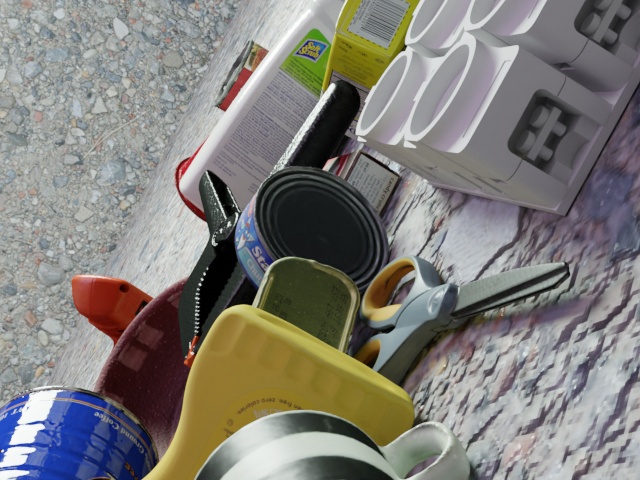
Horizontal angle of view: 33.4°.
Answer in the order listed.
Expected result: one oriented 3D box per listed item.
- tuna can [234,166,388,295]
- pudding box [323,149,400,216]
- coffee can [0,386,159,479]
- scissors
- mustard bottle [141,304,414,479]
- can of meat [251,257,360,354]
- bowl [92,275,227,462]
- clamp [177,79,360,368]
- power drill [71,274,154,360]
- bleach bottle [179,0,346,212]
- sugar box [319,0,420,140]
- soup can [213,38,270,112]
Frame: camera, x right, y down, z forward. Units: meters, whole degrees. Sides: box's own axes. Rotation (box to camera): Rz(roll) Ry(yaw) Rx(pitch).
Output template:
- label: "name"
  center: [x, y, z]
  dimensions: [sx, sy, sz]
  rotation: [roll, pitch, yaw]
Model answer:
- label: "tuna can"
  center: [-0.006, 0.001, 0.617]
  dimensions: [0.034, 0.086, 0.086]
  rotation: [-50, 17, 46]
- label: "pudding box"
  center: [-0.001, -0.001, 0.704]
  dimensions: [0.113, 0.039, 0.090]
  rotation: [-64, 15, -10]
- label: "coffee can"
  center: [-0.147, 0.158, 0.551]
  dimensions: [0.103, 0.102, 0.140]
  rotation: [-55, 13, 26]
- label: "scissors"
  center: [0.047, 0.046, 0.478]
  dimensions: [0.096, 0.016, 0.202]
  rotation: [-64, 12, -3]
- label: "mustard bottle"
  center: [-0.043, 0.131, 0.464]
  dimensions: [0.191, 0.096, 0.058]
  rotation: [-61, -2, 2]
- label: "can of meat"
  center: [-0.022, 0.070, 0.556]
  dimensions: [0.084, 0.057, 0.102]
  rotation: [115, 174, -47]
- label: "bowl"
  center: [-0.093, 0.104, 0.744]
  dimensions: [0.162, 0.055, 0.162]
  rotation: [-33, 38, 29]
- label: "clamp"
  center: [-0.055, 0.001, 0.709]
  dimensions: [0.165, 0.036, 0.210]
  rotation: [-24, 39, 48]
- label: "power drill"
  center: [-0.180, 0.125, 0.827]
  dimensions: [0.184, 0.057, 0.187]
  rotation: [47, -127, -63]
- label: "bleach bottle"
  center: [-0.007, -0.117, 0.881]
  dimensions: [0.251, 0.102, 0.068]
  rotation: [-52, 8, 11]
- label: "sugar box"
  center: [0.040, -0.140, 0.743]
  dimensions: [0.093, 0.048, 0.176]
  rotation: [-62, -4, -12]
- label: "soup can"
  center: [-0.035, -0.124, 0.948]
  dimensions: [0.069, 0.102, 0.068]
  rotation: [-56, 14, 21]
